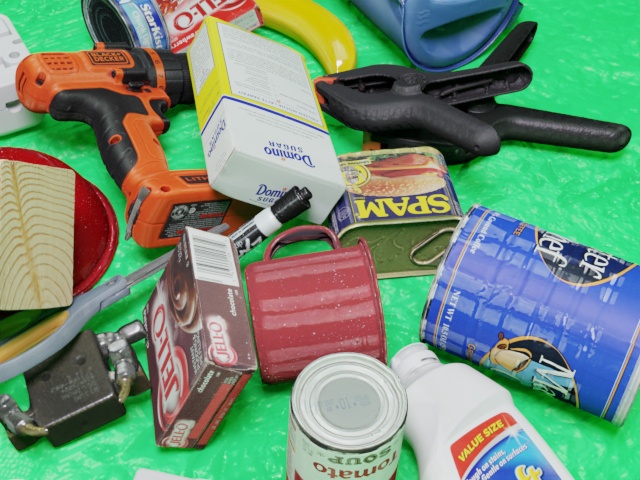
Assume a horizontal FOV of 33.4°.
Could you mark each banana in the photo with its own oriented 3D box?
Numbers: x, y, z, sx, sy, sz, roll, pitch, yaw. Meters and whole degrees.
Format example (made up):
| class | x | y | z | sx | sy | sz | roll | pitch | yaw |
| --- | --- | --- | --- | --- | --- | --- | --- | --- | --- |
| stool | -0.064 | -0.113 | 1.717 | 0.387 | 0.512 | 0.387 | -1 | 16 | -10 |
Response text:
| class | x | y | z | sx | sy | sz | roll | pitch | yaw |
| --- | --- | --- | --- | --- | --- | --- | --- | --- | --- |
| banana | -0.032 | -0.194 | 0.954 | 0.069 | 0.037 | 0.198 | -35 | 58 | -30 |

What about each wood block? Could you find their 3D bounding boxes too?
| class | x | y | z | sx | sy | sz | roll | pitch | yaw |
| --- | --- | --- | --- | --- | --- | --- | --- | --- | --- |
| wood block | -0.272 | -0.003 | 0.685 | 0.206 | 0.090 | 0.091 | 1 | 89 | 16 |

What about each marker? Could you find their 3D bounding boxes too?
| class | x | y | z | sx | sy | sz | roll | pitch | yaw |
| --- | --- | --- | --- | --- | --- | --- | --- | --- | --- |
| marker | -0.055 | 0.001 | 0.743 | 0.121 | 0.020 | 0.020 | -36 | 49 | 15 |

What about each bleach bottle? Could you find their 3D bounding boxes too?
| class | x | y | z | sx | sy | sz | roll | pitch | yaw |
| --- | --- | --- | --- | --- | --- | --- | --- | --- | --- |
| bleach bottle | 0.103 | 0.162 | 0.623 | 0.102 | 0.068 | 0.251 | -17 | 49 | -19 |

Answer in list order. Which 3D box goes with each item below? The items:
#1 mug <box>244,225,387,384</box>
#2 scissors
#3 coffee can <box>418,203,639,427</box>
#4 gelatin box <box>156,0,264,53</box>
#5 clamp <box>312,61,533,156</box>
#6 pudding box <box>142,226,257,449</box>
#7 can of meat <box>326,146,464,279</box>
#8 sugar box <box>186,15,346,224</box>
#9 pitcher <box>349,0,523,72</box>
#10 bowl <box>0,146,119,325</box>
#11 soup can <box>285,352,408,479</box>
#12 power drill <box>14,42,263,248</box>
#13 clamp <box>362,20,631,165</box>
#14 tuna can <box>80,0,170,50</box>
| class | x | y | z | sx | sy | sz | roll | pitch | yaw |
| --- | --- | --- | --- | --- | --- | --- | --- | --- | --- |
| mug | -0.007 | 0.040 | 0.708 | 0.081 | 0.093 | 0.117 | -9 | 58 | -4 |
| scissors | -0.159 | 0.037 | 0.732 | 0.096 | 0.016 | 0.201 | -2 | 27 | 43 |
| coffee can | 0.149 | 0.047 | 0.700 | 0.140 | 0.103 | 0.102 | 22 | 51 | 17 |
| gelatin box | -0.105 | -0.202 | 0.939 | 0.089 | 0.030 | 0.073 | -30 | 63 | -2 |
| clamp | 0.081 | -0.115 | 0.840 | 0.172 | 0.039 | 0.120 | 16 | 36 | 26 |
| pudding box | -0.080 | 0.063 | 0.682 | 0.039 | 0.090 | 0.113 | 13 | 42 | -25 |
| can of meat | 0.053 | -0.022 | 0.790 | 0.102 | 0.057 | 0.084 | -4 | 45 | -7 |
| sugar box | -0.045 | -0.092 | 0.799 | 0.093 | 0.048 | 0.176 | 17 | 38 | -26 |
| pitcher | 0.069 | -0.267 | 0.976 | 0.145 | 0.149 | 0.243 | -34 | 53 | -11 |
| bowl | -0.230 | -0.018 | 0.774 | 0.162 | 0.055 | 0.162 | 1 | 48 | -1 |
| soup can | 0.014 | 0.121 | 0.627 | 0.068 | 0.102 | 0.068 | 2 | 48 | -2 |
| power drill | -0.119 | -0.080 | 0.819 | 0.184 | 0.057 | 0.188 | -10 | 49 | -38 |
| clamp | 0.130 | -0.116 | 0.890 | 0.210 | 0.036 | 0.164 | -12 | 49 | -9 |
| tuna can | -0.166 | -0.182 | 0.905 | 0.033 | 0.086 | 0.086 | -34 | 58 | -27 |
